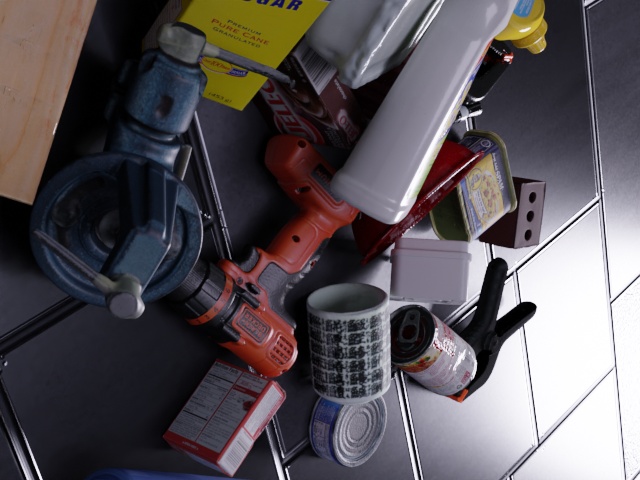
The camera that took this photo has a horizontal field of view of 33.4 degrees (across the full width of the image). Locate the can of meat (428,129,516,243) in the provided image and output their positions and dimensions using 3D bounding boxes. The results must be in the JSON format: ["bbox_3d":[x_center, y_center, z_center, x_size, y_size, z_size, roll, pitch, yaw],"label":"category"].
[{"bbox_3d":[0.160,-0.055,1.154,0.083,0.058,0.102,-38,125,-32],"label":"can of meat"}]

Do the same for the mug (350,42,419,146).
[{"bbox_3d":[0.066,-0.134,0.986,0.081,0.093,0.117,24,96,-6],"label":"mug"}]

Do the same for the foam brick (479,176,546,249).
[{"bbox_3d":[0.221,-0.032,1.228,0.052,0.051,0.078,-7,106,-46],"label":"foam brick"}]

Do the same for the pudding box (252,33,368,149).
[{"bbox_3d":[-0.021,-0.131,0.913,0.039,0.090,0.113,-53,133,-25],"label":"pudding box"}]

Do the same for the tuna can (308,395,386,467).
[{"bbox_3d":[0.029,0.187,1.094,0.085,0.034,0.086,-15,111,-44],"label":"tuna can"}]

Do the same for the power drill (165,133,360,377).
[{"bbox_3d":[-0.056,0.001,0.932,0.184,0.057,0.187,45,68,-34],"label":"power drill"}]

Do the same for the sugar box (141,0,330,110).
[{"bbox_3d":[-0.055,-0.177,0.796,0.093,0.177,0.048,16,51,-29],"label":"sugar box"}]

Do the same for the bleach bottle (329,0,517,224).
[{"bbox_3d":[0.099,-0.139,0.887,0.251,0.068,0.102,-61,172,14],"label":"bleach bottle"}]

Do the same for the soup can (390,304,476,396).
[{"bbox_3d":[0.117,0.119,1.145,0.102,0.069,0.068,39,72,-46],"label":"soup can"}]

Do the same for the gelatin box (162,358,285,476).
[{"bbox_3d":[-0.084,0.154,0.935,0.089,0.073,0.030,-55,135,-23],"label":"gelatin box"}]

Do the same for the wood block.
[{"bbox_3d":[-0.216,-0.139,0.700,0.090,0.091,0.206,20,86,-47],"label":"wood block"}]

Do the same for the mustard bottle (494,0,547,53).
[{"bbox_3d":[0.180,-0.264,1.094,0.191,0.058,0.096,46,44,-34],"label":"mustard bottle"}]

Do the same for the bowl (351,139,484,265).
[{"bbox_3d":[0.082,-0.049,1.035,0.055,0.162,0.161,47,55,7],"label":"bowl"}]

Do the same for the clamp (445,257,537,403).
[{"bbox_3d":[0.199,0.115,1.255,0.120,0.039,0.171,34,82,-42],"label":"clamp"}]
